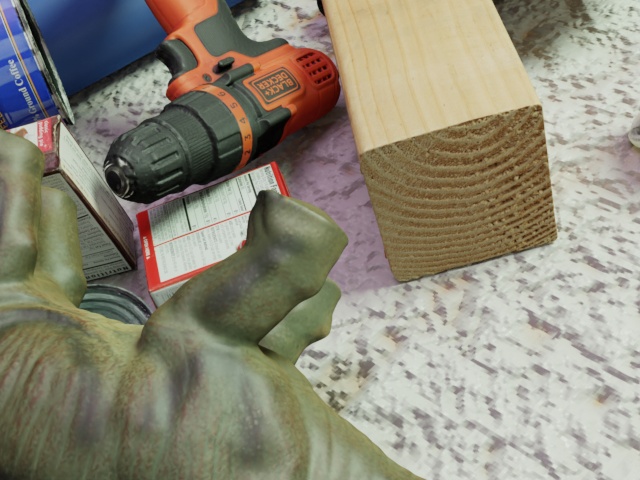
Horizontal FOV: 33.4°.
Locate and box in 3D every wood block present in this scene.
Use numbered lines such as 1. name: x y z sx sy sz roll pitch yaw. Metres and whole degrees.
1. wood block: 0.058 -0.087 0.598 0.090 0.091 0.206 -15 41 5

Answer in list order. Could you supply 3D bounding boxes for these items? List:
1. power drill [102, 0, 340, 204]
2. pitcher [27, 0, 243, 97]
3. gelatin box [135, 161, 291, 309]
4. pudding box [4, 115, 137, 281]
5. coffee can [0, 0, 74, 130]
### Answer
1. power drill: -0.096 -0.119 0.624 0.187 0.057 0.184 51 43 5
2. pitcher: -0.168 -0.181 0.773 0.242 0.149 0.145 -34 58 -12
3. gelatin box: -0.054 0.001 0.592 0.089 0.030 0.073 -20 39 -1
4. pudding box: -0.161 -0.012 0.583 0.090 0.113 0.039 -16 60 4
5. coffee can: -0.233 -0.092 0.640 0.140 0.103 0.103 -22 41 -6
